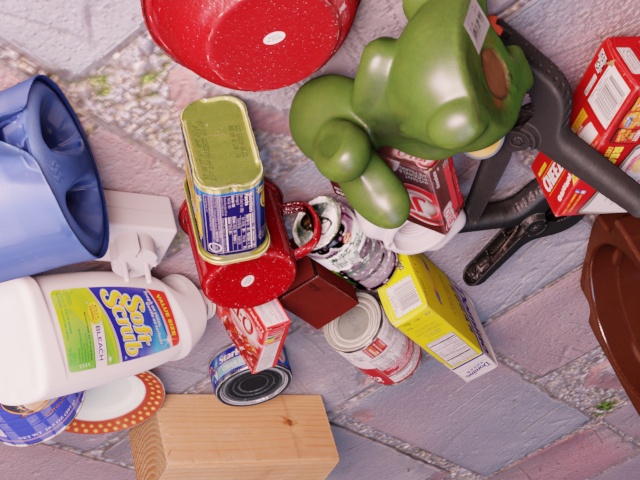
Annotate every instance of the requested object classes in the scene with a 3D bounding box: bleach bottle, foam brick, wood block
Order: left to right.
[{"bbox_3d":[-0.173,0.065,0.900,0.068,0.102,0.250,-13,179,30],"label":"bleach bottle"},{"bbox_3d":[-0.096,0.230,1.187,0.205,0.091,0.090,5,138,-29],"label":"wood block"},{"bbox_3d":[-0.009,0.039,1.002,0.053,0.051,0.078,-32,143,17],"label":"foam brick"}]

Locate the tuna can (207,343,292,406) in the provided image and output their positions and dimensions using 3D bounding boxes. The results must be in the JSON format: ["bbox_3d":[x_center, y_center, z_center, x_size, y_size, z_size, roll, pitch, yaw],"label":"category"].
[{"bbox_3d":[-0.073,0.140,1.124,0.086,0.034,0.086,-12,144,-9],"label":"tuna can"}]

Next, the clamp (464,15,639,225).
[{"bbox_3d":[0.159,-0.087,0.878,0.165,0.036,0.210,-10,130,37],"label":"clamp"}]

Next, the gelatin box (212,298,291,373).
[{"bbox_3d":[-0.066,0.066,0.979,0.030,0.089,0.073,-17,148,-28],"label":"gelatin box"}]

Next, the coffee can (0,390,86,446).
[{"bbox_3d":[-0.275,0.105,0.929,0.103,0.103,0.140,-17,145,-2],"label":"coffee can"}]

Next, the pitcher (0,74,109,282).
[{"bbox_3d":[-0.278,-0.014,0.757,0.243,0.145,0.149,-17,118,5],"label":"pitcher"}]

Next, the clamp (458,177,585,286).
[{"bbox_3d":[0.190,-0.026,1.014,0.171,0.039,0.120,-35,146,12],"label":"clamp"}]

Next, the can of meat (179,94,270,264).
[{"bbox_3d":[-0.074,-0.048,0.815,0.057,0.102,0.084,-11,142,-9],"label":"can of meat"}]

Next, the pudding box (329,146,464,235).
[{"bbox_3d":[0.054,-0.057,0.855,0.039,0.114,0.090,-54,149,-20],"label":"pudding box"}]

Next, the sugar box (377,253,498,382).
[{"bbox_3d":[0.113,0.069,1.060,0.048,0.093,0.176,-32,143,19],"label":"sugar box"}]

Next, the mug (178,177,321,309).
[{"bbox_3d":[-0.056,0.001,0.904,0.117,0.081,0.093,-14,145,-5],"label":"mug"}]

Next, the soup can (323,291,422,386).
[{"bbox_3d":[0.055,0.102,1.100,0.068,0.068,0.102,-29,143,15],"label":"soup can"}]

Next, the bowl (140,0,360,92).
[{"bbox_3d":[-0.038,-0.153,0.728,0.162,0.055,0.162,-12,144,-9],"label":"bowl"}]
